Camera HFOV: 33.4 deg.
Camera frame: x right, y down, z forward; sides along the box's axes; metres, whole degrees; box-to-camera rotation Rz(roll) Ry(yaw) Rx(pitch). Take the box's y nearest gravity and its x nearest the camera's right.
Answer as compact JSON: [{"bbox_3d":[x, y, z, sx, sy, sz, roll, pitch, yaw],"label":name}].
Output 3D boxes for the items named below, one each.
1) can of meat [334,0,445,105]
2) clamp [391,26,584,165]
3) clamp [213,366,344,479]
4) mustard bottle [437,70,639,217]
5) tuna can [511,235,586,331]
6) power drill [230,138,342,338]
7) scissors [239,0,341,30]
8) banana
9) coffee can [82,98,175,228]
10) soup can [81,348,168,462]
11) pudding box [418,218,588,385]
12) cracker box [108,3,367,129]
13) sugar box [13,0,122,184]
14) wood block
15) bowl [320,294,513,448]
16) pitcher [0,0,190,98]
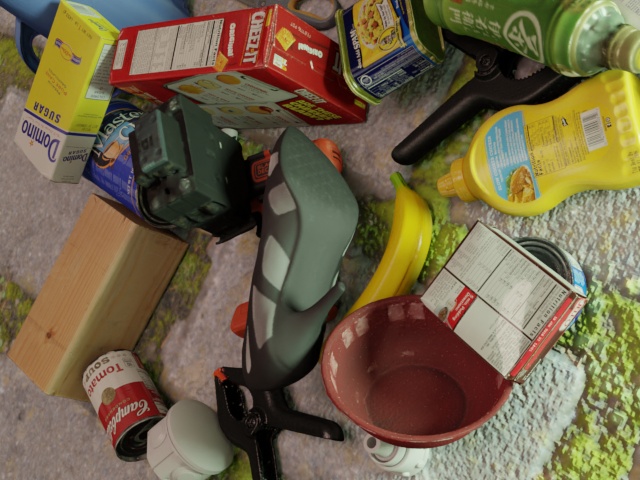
[{"bbox_3d":[0.067,-0.193,1.011,0.084,0.057,0.102,-27,55,33],"label":"can of meat"},{"bbox_3d":[0.156,-0.166,0.983,0.210,0.036,0.164,-13,66,36],"label":"clamp"},{"bbox_3d":[-0.046,0.173,1.024,0.120,0.039,0.172,-45,53,15],"label":"clamp"},{"bbox_3d":[0.186,-0.072,0.914,0.192,0.058,0.096,-18,76,32],"label":"mustard bottle"},{"bbox_3d":[0.179,0.041,0.899,0.086,0.033,0.086,-13,68,34],"label":"tuna can"},{"bbox_3d":[-0.057,0.001,1.070,0.185,0.057,0.187,-18,66,26],"label":"power drill"},{"bbox_3d":[-0.061,-0.243,1.188,0.202,0.016,0.096,12,83,39],"label":"scissors"},{"bbox_3d":[0.058,0.035,0.995,0.070,0.037,0.198,22,88,57],"label":"banana"},{"bbox_3d":[-0.199,-0.087,1.186,0.140,0.102,0.103,32,95,39],"label":"coffee can"},{"bbox_3d":[-0.203,0.173,1.126,0.068,0.068,0.102,-48,52,15],"label":"soup can"},{"bbox_3d":[0.147,0.049,0.872,0.114,0.039,0.090,42,101,36],"label":"pudding box"},{"bbox_3d":[-0.080,-0.170,1.083,0.214,0.163,0.072,1,78,38],"label":"cracker box"},{"bbox_3d":[-0.271,-0.159,1.152,0.093,0.048,0.176,43,116,35],"label":"sugar box"},{"bbox_3d":[-0.246,0.065,1.181,0.091,0.090,0.206,32,95,38],"label":"wood block"},{"bbox_3d":[0.081,0.121,0.903,0.162,0.055,0.162,-2,42,2],"label":"bowl"},{"bbox_3d":[-0.280,-0.267,1.216,0.145,0.242,0.149,-11,63,38],"label":"pitcher"}]
